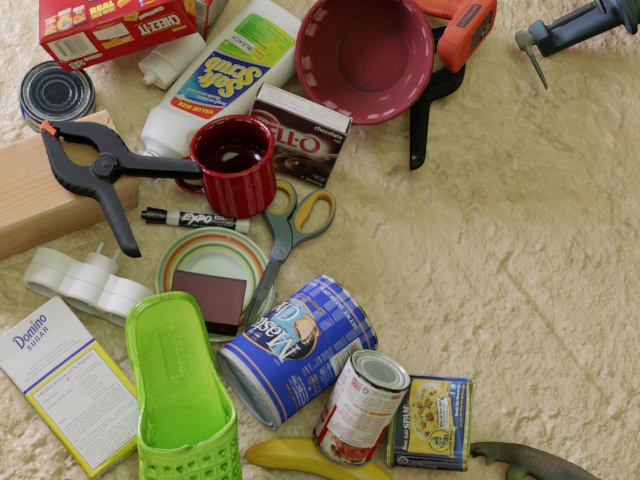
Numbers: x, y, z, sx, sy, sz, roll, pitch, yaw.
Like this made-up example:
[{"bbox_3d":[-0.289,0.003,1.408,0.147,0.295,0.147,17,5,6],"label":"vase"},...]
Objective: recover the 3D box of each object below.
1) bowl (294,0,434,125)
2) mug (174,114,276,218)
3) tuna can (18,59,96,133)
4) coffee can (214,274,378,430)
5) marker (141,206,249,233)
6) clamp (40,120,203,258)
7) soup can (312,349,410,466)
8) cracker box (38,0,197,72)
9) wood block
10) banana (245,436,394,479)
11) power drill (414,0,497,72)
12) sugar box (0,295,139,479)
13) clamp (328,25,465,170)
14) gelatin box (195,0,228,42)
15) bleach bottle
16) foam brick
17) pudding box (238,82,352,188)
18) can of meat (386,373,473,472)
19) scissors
[{"bbox_3d":[0.055,-0.213,1.222,0.162,0.055,0.162,2,97,15],"label":"bowl"},{"bbox_3d":[-0.104,-0.076,1.180,0.117,0.081,0.093,-10,52,-2],"label":"mug"},{"bbox_3d":[-0.299,-0.162,1.213,0.086,0.034,0.086,3,70,-8],"label":"tuna can"},{"bbox_3d":[-0.025,0.117,1.122,0.140,0.103,0.103,-36,80,-19],"label":"coffee can"},{"bbox_3d":[-0.140,-0.023,1.197,0.121,0.020,0.020,6,70,-7],"label":"marker"},{"bbox_3d":[-0.219,-0.060,1.091,0.171,0.039,0.120,25,65,6],"label":"clamp"},{"bbox_3d":[0.042,0.171,1.096,0.068,0.102,0.068,20,24,-10],"label":"soup can"},{"bbox_3d":[-0.231,-0.310,1.210,0.164,0.072,0.214,-16,60,13],"label":"cracker box"},{"bbox_3d":[-0.307,-0.052,1.143,0.205,0.090,0.091,-22,77,-17],"label":"wood block"},{"bbox_3d":[0.019,0.249,1.116,0.198,0.037,0.069,32,66,3],"label":"banana"},{"bbox_3d":[0.103,-0.276,1.286,0.188,0.057,0.184,31,66,18],"label":"power drill"},{"bbox_3d":[-0.253,0.153,1.102,0.093,0.048,0.176,-38,77,-20],"label":"sugar box"},{"bbox_3d":[0.116,-0.184,1.285,0.209,0.036,0.165,-38,72,-21],"label":"clamp"},{"bbox_3d":[-0.132,-0.286,1.256,0.030,0.089,0.073,24,68,0],"label":"gelatin box"},{"bbox_3d":[-0.115,-0.165,1.231,0.102,0.068,0.250,36,71,6],"label":"bleach bottle"},{"bbox_3d":[-0.121,0.067,1.128,0.078,0.053,0.051,8,70,-6],"label":"foam brick"},{"bbox_3d":[-0.030,-0.119,1.210,0.113,0.090,0.039,20,48,-4],"label":"pudding box"},{"bbox_3d":[0.117,0.192,1.130,0.084,0.057,0.102,2,69,11],"label":"can of meat"},{"bbox_3d":[-0.058,0.001,1.185,0.096,0.016,0.201,35,57,12],"label":"scissors"}]
